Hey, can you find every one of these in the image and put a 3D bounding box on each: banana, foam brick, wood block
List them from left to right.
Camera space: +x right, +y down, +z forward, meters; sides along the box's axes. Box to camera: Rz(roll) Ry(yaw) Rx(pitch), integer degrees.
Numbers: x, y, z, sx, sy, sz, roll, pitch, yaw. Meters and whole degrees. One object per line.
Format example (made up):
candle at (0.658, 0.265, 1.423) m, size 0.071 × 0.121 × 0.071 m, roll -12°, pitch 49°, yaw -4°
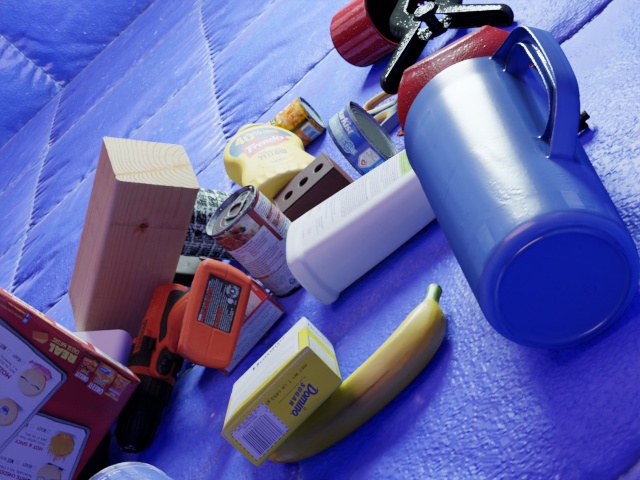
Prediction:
wood block at (-0.206, 0.003, 1.156) m, size 0.090 × 0.090 × 0.206 m, roll -118°, pitch 41°, yaw -49°
foam brick at (-0.003, -0.046, 1.139) m, size 0.078 × 0.051 × 0.053 m, roll -42°, pitch 24°, yaw 7°
banana at (0.035, 0.116, 0.842) m, size 0.198 × 0.037 × 0.069 m, roll -43°, pitch 5°, yaw 1°

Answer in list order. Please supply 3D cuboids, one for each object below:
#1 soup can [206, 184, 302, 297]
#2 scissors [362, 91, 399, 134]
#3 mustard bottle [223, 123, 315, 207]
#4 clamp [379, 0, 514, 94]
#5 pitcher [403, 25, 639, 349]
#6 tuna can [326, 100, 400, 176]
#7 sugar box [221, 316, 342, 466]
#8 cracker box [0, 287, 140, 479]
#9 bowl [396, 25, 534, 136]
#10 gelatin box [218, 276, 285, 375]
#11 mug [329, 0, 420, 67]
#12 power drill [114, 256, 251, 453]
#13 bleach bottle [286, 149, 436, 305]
soup can at (-0.057, 0.001, 1.088) m, size 0.069 × 0.102 × 0.068 m, roll -36°, pitch 25°, yaw 20°
scissors at (0.107, -0.153, 1.179) m, size 0.202 × 0.016 × 0.096 m, roll -10°, pitch 43°, yaw 53°
mustard bottle at (-0.061, -0.092, 1.246) m, size 0.096 × 0.058 × 0.192 m, roll -18°, pitch 31°, yaw -12°
clamp at (0.139, -0.259, 1.245) m, size 0.165 × 0.036 × 0.210 m, roll -25°, pitch 32°, yaw 17°
pitcher at (0.147, -0.040, 0.782) m, size 0.145 × 0.149 × 0.243 m, roll -28°, pitch 30°, yaw 11°
tuna can at (0.046, -0.101, 1.107) m, size 0.034 × 0.086 × 0.086 m, roll -39°, pitch 24°, yaw 18°
sugar box at (-0.030, 0.117, 0.866) m, size 0.093 × 0.048 × 0.176 m, roll -44°, pitch 1°, yaw 2°
cracker box at (-0.300, 0.174, 1.006) m, size 0.213 × 0.164 × 0.072 m, roll -57°, pitch 19°, yaw -8°
bowl at (0.133, -0.161, 1.030) m, size 0.162 × 0.055 × 0.162 m, roll -29°, pitch 7°, yaw 4°
gelatin box at (-0.083, 0.086, 1.084) m, size 0.089 × 0.030 × 0.073 m, roll -49°, pitch 24°, yaw -2°
mug at (0.074, -0.273, 1.352) m, size 0.117 × 0.093 × 0.082 m, roll -24°, pitch 0°, yaw -41°
power drill at (-0.141, 0.108, 1.046) m, size 0.188 × 0.057 × 0.184 m, roll -33°, pitch 40°, yaw 54°
bleach bottle at (0.084, -0.046, 0.986) m, size 0.251 × 0.068 × 0.102 m, roll -35°, pitch 24°, yaw 18°
